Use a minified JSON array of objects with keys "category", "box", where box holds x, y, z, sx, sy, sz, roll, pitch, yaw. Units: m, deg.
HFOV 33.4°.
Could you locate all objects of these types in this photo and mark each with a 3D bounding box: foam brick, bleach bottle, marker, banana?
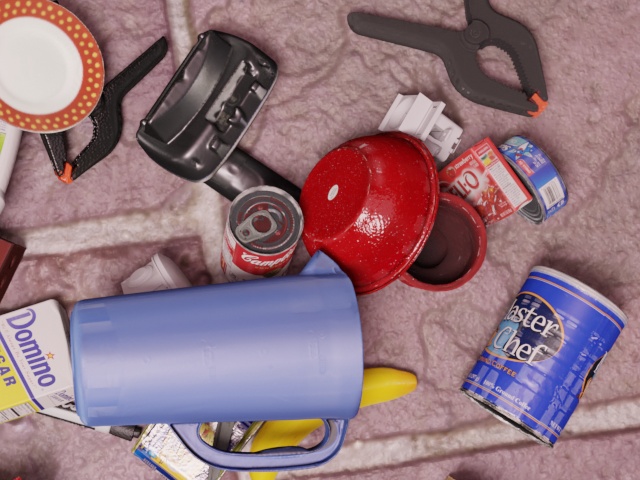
[{"category":"foam brick","box":[-0.322,0.030,1.004,0.051,0.053,0.078,24,84,-1]},{"category":"bleach bottle","box":[-0.327,-0.105,0.980,0.102,0.068,0.251,13,71,-17]},{"category":"marker","box":[-0.229,0.167,1.014,0.121,0.020,0.020,17,84,-2]},{"category":"banana","box":[-0.001,0.172,1.022,0.197,0.037,0.069,-38,107,-5]}]

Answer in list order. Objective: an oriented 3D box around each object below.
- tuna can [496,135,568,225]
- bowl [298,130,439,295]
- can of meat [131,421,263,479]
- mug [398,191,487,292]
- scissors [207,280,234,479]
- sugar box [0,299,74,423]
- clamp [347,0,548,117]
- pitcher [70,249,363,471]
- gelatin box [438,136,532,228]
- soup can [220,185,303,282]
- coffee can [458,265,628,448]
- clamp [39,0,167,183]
[{"category":"tuna can","box":[0.200,-0.059,1.030,0.033,0.086,0.086,-35,88,-8]},{"category":"bowl","box":[0.030,-0.034,0.980,0.055,0.162,0.162,23,82,-40]},{"category":"can of meat","box":[-0.116,0.184,1.001,0.084,0.057,0.102,37,83,3]},{"category":"mug","box":[0.101,-0.007,1.020,0.093,0.081,0.117,-18,86,-5]},{"category":"scissors","box":[-0.059,0.128,0.993,0.096,0.016,0.202,4,60,-16]},{"category":"sugar box","box":[-0.315,0.125,0.988,0.176,0.048,0.093,-20,67,-4]},{"category":"clamp","box":[0.140,-0.198,1.064,0.164,0.036,0.210,-36,85,-6]},{"category":"pitcher","box":[-0.088,0.108,0.920,0.242,0.145,0.149,-4,43,-10]},{"category":"gelatin box","box":[0.151,-0.049,1.024,0.030,0.089,0.073,-34,88,-27]},{"category":"soup can","box":[-0.057,0.001,0.992,0.068,0.102,0.068,4,66,-8]},{"category":"coffee can","box":[0.210,0.109,1.006,0.103,0.103,0.140,33,84,0]},{"category":"clamp","box":[-0.232,-0.143,1.026,0.120,0.039,0.171,25,83,-11]}]
